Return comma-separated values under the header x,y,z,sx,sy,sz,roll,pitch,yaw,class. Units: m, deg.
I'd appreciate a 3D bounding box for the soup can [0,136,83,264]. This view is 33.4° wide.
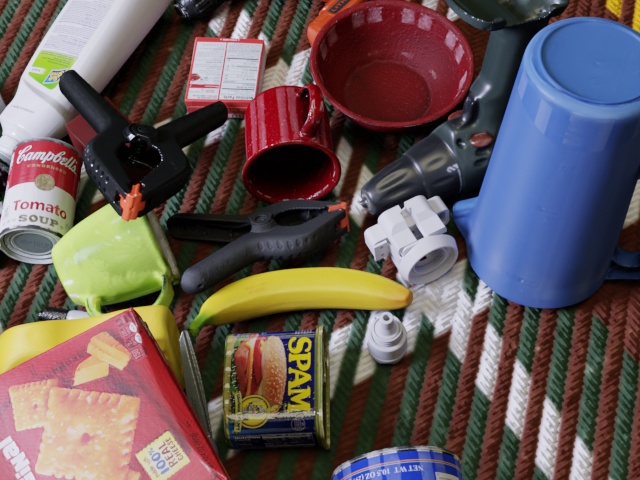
x,y,z,sx,sy,sz,roll,pitch,yaw,class
-0.265,-0.037,1.009,0.068,0.068,0.102,-2,59,4,soup can

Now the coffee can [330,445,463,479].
x,y,z,sx,sy,sz,roll,pitch,yaw,class
0.066,0.237,0.790,0.103,0.103,0.140,-8,58,0,coffee can

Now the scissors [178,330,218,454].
x,y,z,sx,sy,sz,roll,pitch,yaw,class
-0.107,0.182,0.853,0.096,0.016,0.202,-27,80,1,scissors

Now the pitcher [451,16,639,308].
x,y,z,sx,sy,sz,roll,pitch,yaw,class
0.211,-0.058,0.879,0.149,0.243,0.145,-18,57,-14,pitcher

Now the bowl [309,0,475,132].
x,y,z,sx,sy,sz,roll,pitch,yaw,class
0.069,-0.162,1.060,0.162,0.055,0.162,1,59,-1,bowl

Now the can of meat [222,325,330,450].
x,y,z,sx,sy,sz,roll,pitch,yaw,class
-0.036,0.125,0.897,0.084,0.057,0.102,-4,57,6,can of meat

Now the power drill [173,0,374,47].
x,y,z,sx,sy,sz,roll,pitch,yaw,class
-0.039,-0.266,1.138,0.188,0.057,0.184,38,72,23,power drill

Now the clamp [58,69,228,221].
x,y,z,sx,sy,sz,roll,pitch,yaw,class
-0.174,-0.091,0.971,0.164,0.036,0.210,14,34,-6,clamp

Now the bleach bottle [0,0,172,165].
x,y,z,sx,sy,sz,roll,pitch,yaw,class
-0.258,-0.182,1.100,0.103,0.068,0.250,15,64,37,bleach bottle

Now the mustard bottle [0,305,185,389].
x,y,z,sx,sy,sz,roll,pitch,yaw,class
-0.215,0.104,0.901,0.191,0.096,0.058,-8,54,0,mustard bottle

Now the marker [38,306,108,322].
x,y,z,sx,sy,sz,roll,pitch,yaw,class
-0.196,0.074,0.963,0.121,0.020,0.020,6,59,9,marker

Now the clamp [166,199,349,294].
x,y,z,sx,sy,sz,roll,pitch,yaw,class
-0.056,0.001,0.968,0.171,0.039,0.120,-10,38,0,clamp

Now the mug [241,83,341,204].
x,y,z,sx,sy,sz,roll,pitch,yaw,class
-0.026,-0.099,1.003,0.093,0.117,0.081,9,51,-19,mug

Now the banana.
x,y,z,sx,sy,sz,roll,pitch,yaw,class
-0.020,0.052,0.944,0.197,0.037,0.069,-9,39,-6,banana

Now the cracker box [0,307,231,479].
x,y,z,sx,sy,sz,roll,pitch,yaw,class
-0.190,0.167,0.767,0.213,0.072,0.164,-27,60,-11,cracker box

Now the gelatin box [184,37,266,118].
x,y,z,sx,sy,sz,roll,pitch,yaw,class
-0.096,-0.167,1.097,0.073,0.030,0.089,2,59,5,gelatin box

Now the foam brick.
x,y,z,sx,sy,sz,roll,pitch,yaw,class
-0.203,-0.091,1.047,0.053,0.051,0.078,-38,62,-16,foam brick
